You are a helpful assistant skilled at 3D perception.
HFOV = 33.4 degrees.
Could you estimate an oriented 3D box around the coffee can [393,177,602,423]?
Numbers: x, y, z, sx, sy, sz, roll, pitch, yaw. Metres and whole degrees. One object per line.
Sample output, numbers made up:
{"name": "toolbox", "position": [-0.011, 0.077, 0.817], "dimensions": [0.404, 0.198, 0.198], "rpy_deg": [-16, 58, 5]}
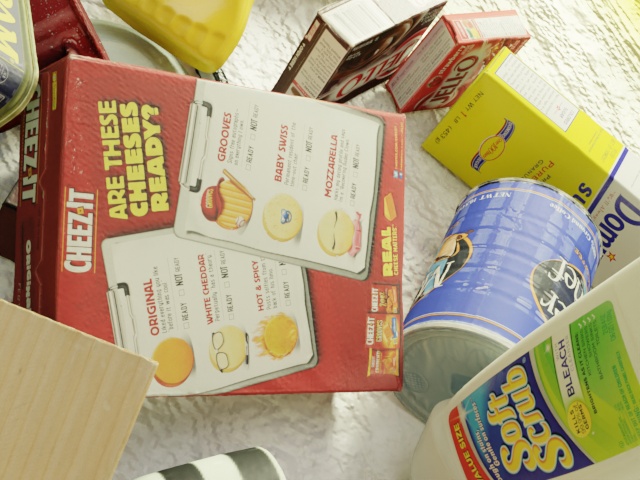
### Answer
{"name": "coffee can", "position": [0.112, 0.043, 0.674], "dimensions": [0.103, 0.103, 0.140], "rpy_deg": [35, 49, -4]}

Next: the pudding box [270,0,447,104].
{"name": "pudding box", "position": [0.028, -0.137, 0.756], "dimensions": [0.113, 0.090, 0.039], "rpy_deg": [-30, 75, -38]}

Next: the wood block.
{"name": "wood block", "position": [-0.149, 0.127, 0.426], "dimensions": [0.090, 0.090, 0.206], "rpy_deg": [23, 81, -14]}

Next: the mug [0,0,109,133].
{"name": "mug", "position": [-0.169, -0.107, 0.610], "dimensions": [0.081, 0.093, 0.117], "rpy_deg": [-27, 41, -5]}

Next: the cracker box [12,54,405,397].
{"name": "cracker box", "position": [-0.054, 0.001, 0.580], "dimensions": [0.213, 0.072, 0.164], "rpy_deg": [4, 85, -36]}

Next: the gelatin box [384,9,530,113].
{"name": "gelatin box", "position": [0.101, -0.132, 0.793], "dimensions": [0.073, 0.089, 0.030], "rpy_deg": [-11, 67, -34]}

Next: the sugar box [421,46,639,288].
{"name": "sugar box", "position": [0.169, -0.048, 0.772], "dimensions": [0.176, 0.093, 0.048], "rpy_deg": [41, 50, 1]}

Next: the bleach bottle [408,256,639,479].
{"name": "bleach bottle", "position": [0.116, 0.102, 0.539], "dimensions": [0.068, 0.251, 0.102], "rpy_deg": [4, 59, -27]}

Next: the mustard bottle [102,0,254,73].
{"name": "mustard bottle", "position": [-0.057, -0.214, 0.709], "dimensions": [0.096, 0.058, 0.191], "rpy_deg": [34, 84, 2]}
